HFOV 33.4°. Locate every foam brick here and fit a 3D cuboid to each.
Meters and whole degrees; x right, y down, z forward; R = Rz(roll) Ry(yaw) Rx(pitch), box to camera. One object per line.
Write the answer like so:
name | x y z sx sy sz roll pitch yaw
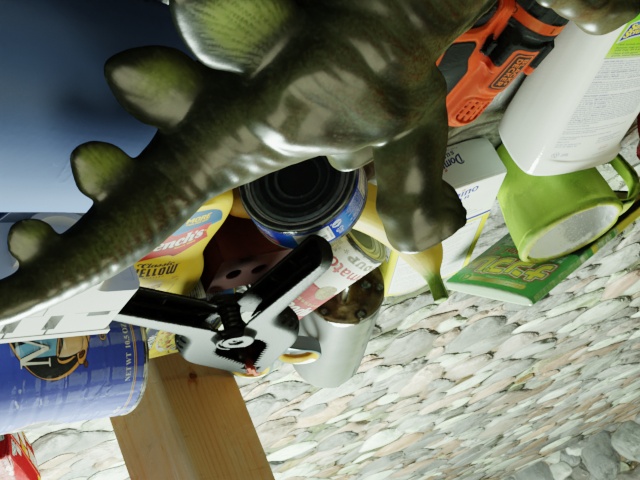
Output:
foam brick | -0.055 0.001 0.817 0.078 0.051 0.053 -11 154 -28

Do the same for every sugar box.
sugar box | 0.096 -0.017 0.933 0.093 0.048 0.176 -18 152 -15

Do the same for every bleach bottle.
bleach bottle | 0.216 -0.146 0.754 0.102 0.068 0.251 -14 152 -23

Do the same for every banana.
banana | 0.022 -0.018 0.809 0.197 0.069 0.037 22 139 -20

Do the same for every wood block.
wood block | -0.116 0.188 0.960 0.090 0.206 0.090 1 146 -45

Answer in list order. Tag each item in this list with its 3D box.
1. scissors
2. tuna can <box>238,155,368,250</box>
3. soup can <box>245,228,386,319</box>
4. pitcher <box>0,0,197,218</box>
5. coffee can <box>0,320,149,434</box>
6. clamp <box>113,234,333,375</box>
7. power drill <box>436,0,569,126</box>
scissors | -0.042 0.082 0.904 0.096 0.016 0.202 -7 158 -8
tuna can | -0.012 -0.038 0.732 0.086 0.086 0.033 -26 155 4
soup can | -0.005 0.016 0.878 0.102 0.068 0.068 -35 154 22
pitcher | -0.154 -0.064 0.492 0.149 0.145 0.242 -5 175 38
coffee can | -0.213 0.088 0.787 0.140 0.103 0.103 -3 149 -40
clamp | -0.056 0.054 0.777 0.164 0.036 0.210 -13 156 7
power drill | 0.075 -0.137 0.642 0.187 0.057 0.185 -4 146 -37
